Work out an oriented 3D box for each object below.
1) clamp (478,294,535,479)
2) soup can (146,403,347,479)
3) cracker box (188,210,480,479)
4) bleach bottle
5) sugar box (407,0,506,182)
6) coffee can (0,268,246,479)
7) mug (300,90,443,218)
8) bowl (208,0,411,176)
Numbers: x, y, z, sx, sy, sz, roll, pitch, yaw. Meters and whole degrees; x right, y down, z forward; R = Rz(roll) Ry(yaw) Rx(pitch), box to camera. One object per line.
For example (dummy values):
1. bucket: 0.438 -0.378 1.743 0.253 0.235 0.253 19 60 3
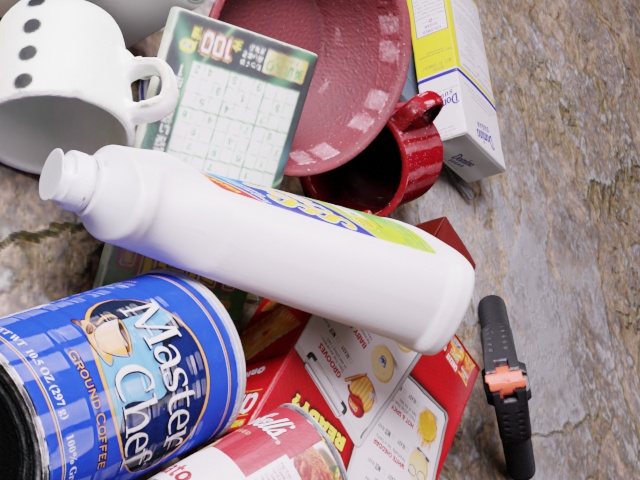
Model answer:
1. clamp: 0.152 0.126 0.863 0.210 0.036 0.164 16 63 -81
2. soup can: -0.045 0.139 0.566 0.102 0.069 0.068 -25 96 -30
3. cracker box: 0.015 0.110 0.732 0.164 0.072 0.213 54 42 -22
4. bleach bottle: -0.035 0.000 0.607 0.250 0.103 0.068 17 102 -35
5. sugar box: 0.120 -0.150 0.962 0.093 0.048 0.176 32 49 -53
6. coffee can: -0.121 0.079 0.548 0.140 0.103 0.103 -18 91 -52
7. mug: 0.050 -0.071 0.813 0.093 0.117 0.081 49 31 13
8. bowl: -0.019 -0.126 0.701 0.161 0.055 0.162 -13 113 -33
